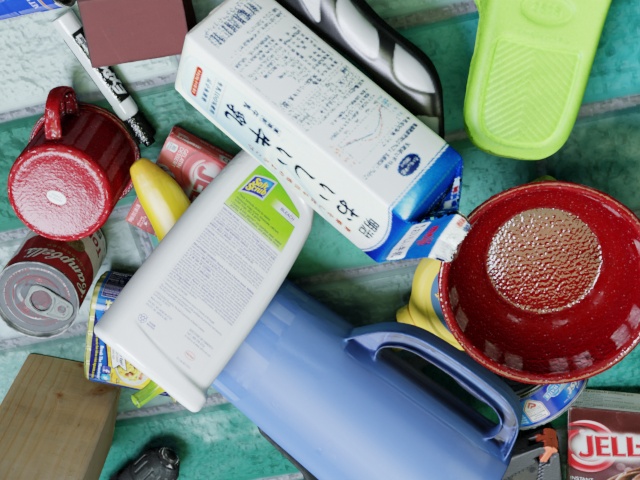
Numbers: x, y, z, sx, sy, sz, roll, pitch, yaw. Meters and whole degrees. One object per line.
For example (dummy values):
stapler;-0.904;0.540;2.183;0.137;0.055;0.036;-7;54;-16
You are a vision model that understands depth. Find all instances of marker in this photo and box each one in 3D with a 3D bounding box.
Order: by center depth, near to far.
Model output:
marker;-0.167;-0.124;0.835;0.020;0.020;0.121;-27;112;15

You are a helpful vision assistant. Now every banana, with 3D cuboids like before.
banana;-0.114;0.033;0.844;0.069;0.037;0.198;-3;95;-33

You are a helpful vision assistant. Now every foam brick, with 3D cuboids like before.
foam brick;-0.133;-0.161;0.791;0.078;0.053;0.051;-8;105;2

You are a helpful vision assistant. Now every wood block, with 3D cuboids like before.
wood block;-0.235;0.192;0.890;0.090;0.206;0.091;12;116;-3

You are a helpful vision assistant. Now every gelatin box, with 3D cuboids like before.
gelatin box;-0.107;-0.038;0.868;0.073;0.030;0.089;28;115;-10

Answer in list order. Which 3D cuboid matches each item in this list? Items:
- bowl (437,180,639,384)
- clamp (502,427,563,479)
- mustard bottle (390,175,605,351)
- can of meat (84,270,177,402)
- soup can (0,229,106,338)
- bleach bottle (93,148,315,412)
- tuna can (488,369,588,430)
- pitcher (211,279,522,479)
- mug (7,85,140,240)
bowl;0.170;0.025;0.803;0.162;0.055;0.162;3;111;7
clamp;0.148;0.248;0.968;0.164;0.036;0.210;18;120;-2
mustard bottle;0.134;0.036;0.875;0.192;0.058;0.096;-34;108;18
can of meat;-0.153;0.081;0.915;0.084;0.057;0.102;11;116;0
soup can;-0.217;0.025;0.865;0.068;0.102;0.068;1;116;3
bleach bottle;-0.055;0.001;0.812;0.102;0.068;0.250;42;78;-16
tuna can;0.179;0.117;0.897;0.086;0.086;0.033;-33;108;17
pitcher;0.035;0.135;0.873;0.243;0.145;0.149;38;76;1
mug;-0.195;-0.062;0.833;0.093;0.081;0.117;0;116;3
